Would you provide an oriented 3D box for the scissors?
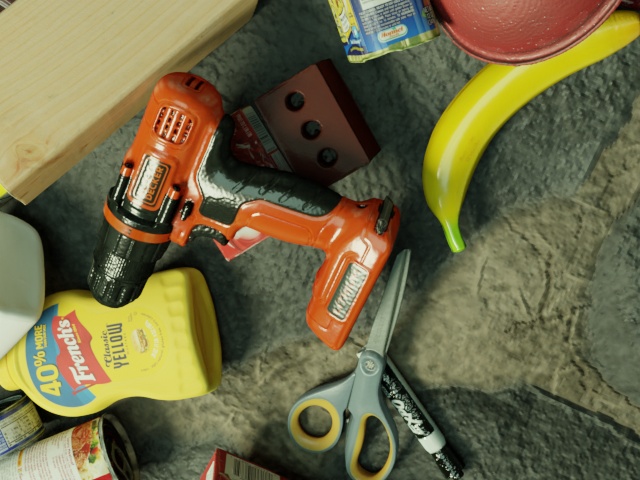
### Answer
[{"bbox_3d":[0.019,0.091,0.775,0.096,0.016,0.202,8,116,20],"label":"scissors"}]

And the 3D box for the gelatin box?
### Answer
[{"bbox_3d":[-0.060,-0.041,0.774,0.073,0.030,0.089,-31,95,18],"label":"gelatin box"}]

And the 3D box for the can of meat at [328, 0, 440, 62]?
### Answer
[{"bbox_3d":[0.033,-0.162,0.685,0.057,0.102,0.084,-20,101,-2],"label":"can of meat"}]

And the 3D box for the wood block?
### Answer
[{"bbox_3d":[-0.147,-0.126,0.699,0.206,0.090,0.091,-42,93,-8],"label":"wood block"}]

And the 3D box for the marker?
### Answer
[{"bbox_3d":[0.069,0.127,0.790,0.020,0.020,0.121,-34,94,18],"label":"marker"}]

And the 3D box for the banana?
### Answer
[{"bbox_3d":[0.127,-0.087,0.717,0.069,0.037,0.198,36,109,-3],"label":"banana"}]

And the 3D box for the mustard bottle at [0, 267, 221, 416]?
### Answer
[{"bbox_3d":[-0.174,0.083,0.815,0.192,0.058,0.096,-11,88,16],"label":"mustard bottle"}]

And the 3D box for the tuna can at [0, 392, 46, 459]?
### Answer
[{"bbox_3d":[-0.263,0.153,0.839,0.086,0.086,0.034,-21,96,17],"label":"tuna can"}]

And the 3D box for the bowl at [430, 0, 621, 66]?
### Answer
[{"bbox_3d":[0.113,-0.190,0.644,0.162,0.055,0.162,-4,84,42],"label":"bowl"}]

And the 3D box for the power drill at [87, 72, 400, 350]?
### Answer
[{"bbox_3d":[-0.055,0.001,0.717,0.187,0.057,0.185,25,121,-3],"label":"power drill"}]

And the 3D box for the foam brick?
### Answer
[{"bbox_3d":[-0.001,-0.080,0.739,0.053,0.051,0.078,-29,95,18],"label":"foam brick"}]

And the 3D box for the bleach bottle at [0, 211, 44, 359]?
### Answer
[{"bbox_3d":[-0.306,0.088,0.832,0.068,0.102,0.251,21,130,-37],"label":"bleach bottle"}]

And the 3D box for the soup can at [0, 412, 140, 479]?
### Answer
[{"bbox_3d":[-0.200,0.184,0.830,0.102,0.068,0.068,-22,98,4],"label":"soup can"}]
